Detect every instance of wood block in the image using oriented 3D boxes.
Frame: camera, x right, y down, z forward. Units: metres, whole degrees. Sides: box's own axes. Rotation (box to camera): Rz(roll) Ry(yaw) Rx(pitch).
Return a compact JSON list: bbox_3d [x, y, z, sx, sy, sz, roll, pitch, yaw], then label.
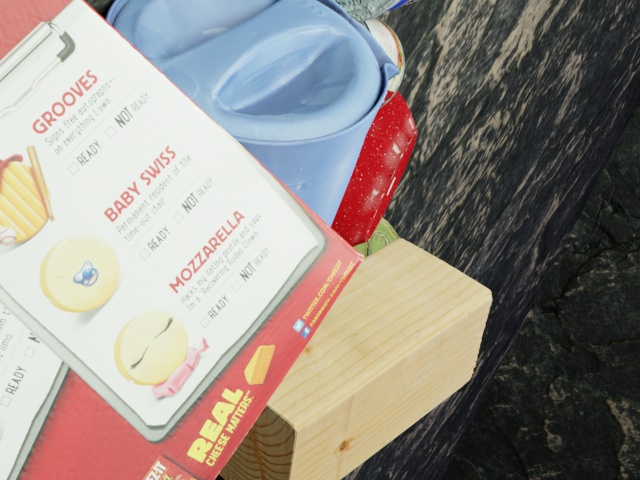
[{"bbox_3d":[0.018,0.089,0.740,0.205,0.090,0.091,-28,138,-40],"label":"wood block"}]

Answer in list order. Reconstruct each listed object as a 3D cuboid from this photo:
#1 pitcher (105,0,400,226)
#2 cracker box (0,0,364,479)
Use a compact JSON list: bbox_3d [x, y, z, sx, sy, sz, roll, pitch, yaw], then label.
[{"bbox_3d":[-0.067,-0.011,0.565,0.144,0.149,0.243,-63,173,-46],"label":"pitcher"},{"bbox_3d":[-0.110,0.006,0.353,0.213,0.072,0.164,41,76,-30],"label":"cracker box"}]
